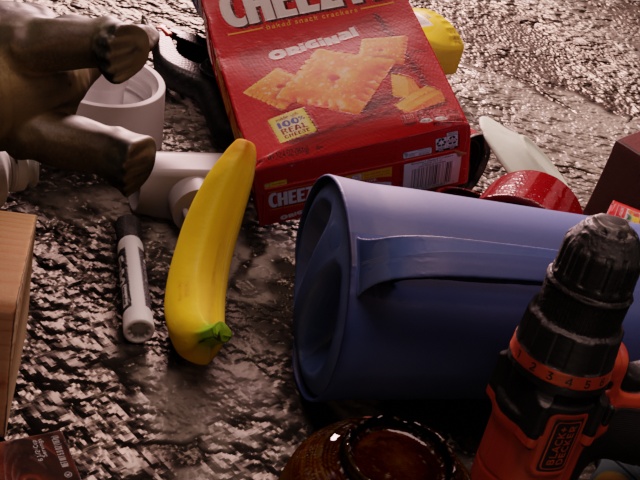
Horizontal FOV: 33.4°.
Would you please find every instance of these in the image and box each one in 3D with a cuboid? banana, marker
[{"bbox_3d":[-0.068,0.013,0.676,0.037,0.070,0.198,38,30,-27],"label":"banana"},{"bbox_3d":[-0.121,0.021,0.691,0.020,0.020,0.121,4,34,-17],"label":"marker"}]

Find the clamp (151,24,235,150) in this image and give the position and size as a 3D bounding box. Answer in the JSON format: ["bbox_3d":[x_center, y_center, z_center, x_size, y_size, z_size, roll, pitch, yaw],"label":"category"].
[{"bbox_3d":[-0.093,-0.133,0.923,0.172,0.039,0.120,30,32,21],"label":"clamp"}]

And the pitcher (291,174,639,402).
[{"bbox_3d":[0.110,0.035,0.641,0.242,0.145,0.149,4,30,-14],"label":"pitcher"}]

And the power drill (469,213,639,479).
[{"bbox_3d":[0.181,0.071,0.574,0.187,0.185,0.057,3,31,-21],"label":"power drill"}]

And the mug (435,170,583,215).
[{"bbox_3d":[0.134,-0.007,0.776,0.117,0.093,0.081,25,29,12],"label":"mug"}]

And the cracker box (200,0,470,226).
[{"bbox_3d":[0.006,-0.124,0.834,0.164,0.072,0.214,-12,51,-8],"label":"cracker box"}]
